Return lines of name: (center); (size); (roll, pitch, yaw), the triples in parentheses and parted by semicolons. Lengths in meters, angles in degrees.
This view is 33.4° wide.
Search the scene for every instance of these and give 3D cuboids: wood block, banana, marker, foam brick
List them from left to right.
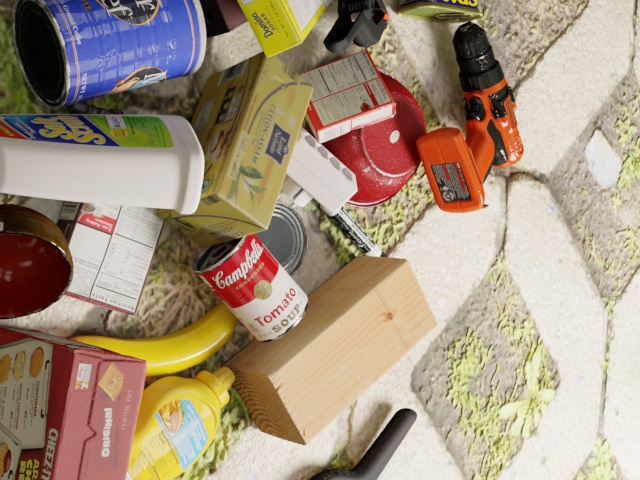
banana: (-0.150, 0.096, 1.033); (0.197, 0.037, 0.069); (-21, 94, -36)
foam brick: (-0.099, -0.246, 1.044); (0.051, 0.053, 0.078); (-34, 111, -30)
wood block: (0.013, 0.110, 1.120); (0.205, 0.090, 0.091); (-38, 112, -29)
marker: (0.043, -0.004, 1.180); (0.121, 0.020, 0.020); (46, 66, -28)

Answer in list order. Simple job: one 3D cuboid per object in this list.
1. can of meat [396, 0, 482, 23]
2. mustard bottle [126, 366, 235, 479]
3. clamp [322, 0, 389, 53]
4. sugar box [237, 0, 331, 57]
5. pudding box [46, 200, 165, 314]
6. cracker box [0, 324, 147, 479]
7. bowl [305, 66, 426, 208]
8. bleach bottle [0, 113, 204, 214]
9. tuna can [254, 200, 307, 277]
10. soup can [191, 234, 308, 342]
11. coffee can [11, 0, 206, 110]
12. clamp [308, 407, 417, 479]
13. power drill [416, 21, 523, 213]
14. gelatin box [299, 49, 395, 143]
can of meat: (0.135, -0.296, 1.212); (0.101, 0.058, 0.084); (-1, 90, -37)
mustard bottle: (-0.154, 0.186, 1.018); (0.191, 0.058, 0.096); (-40, 128, -28)
clamp: (0.035, -0.234, 1.100); (0.171, 0.039, 0.120); (20, 74, -66)
sugar box: (-0.035, -0.252, 1.041); (0.093, 0.048, 0.176); (63, 21, -20)
pudding box: (-0.200, 0.004, 0.990); (0.089, 0.039, 0.113); (24, 80, -37)
cracker box: (-0.227, 0.160, 0.867); (0.072, 0.214, 0.164); (12, 85, -36)
bowl: (0.064, -0.115, 1.168); (0.161, 0.055, 0.162); (-2, 94, -36)
bleach bottle: (-0.232, -0.070, 0.906); (0.250, 0.103, 0.068); (0, 121, -21)
tuna can: (-0.057, 0.001, 1.097); (0.085, 0.034, 0.086); (-2, 93, -36)
soup can: (-0.067, 0.041, 1.034); (0.068, 0.069, 0.102); (-50, 115, -24)
coffee can: (-0.188, -0.182, 0.950); (0.140, 0.103, 0.103); (-21, 104, -34)
clamp: (0.039, 0.279, 1.179); (0.209, 0.036, 0.164); (-6, 96, -36)
power drill: (0.171, -0.133, 1.208); (0.187, 0.057, 0.184); (-53, 127, -45)
gelatin box: (0.024, -0.150, 1.111); (0.089, 0.030, 0.073); (-21, 66, -8)
